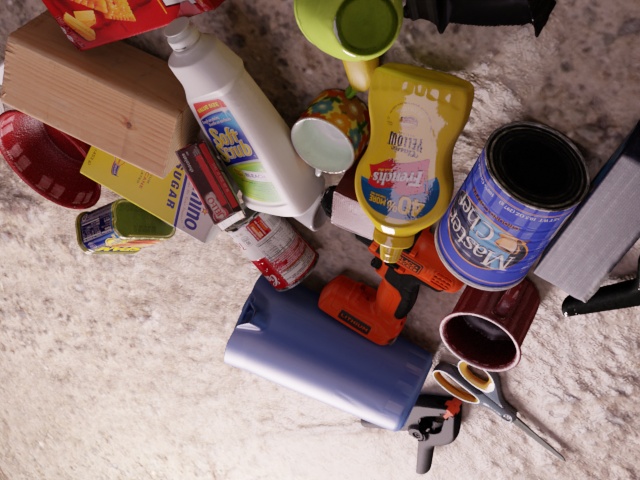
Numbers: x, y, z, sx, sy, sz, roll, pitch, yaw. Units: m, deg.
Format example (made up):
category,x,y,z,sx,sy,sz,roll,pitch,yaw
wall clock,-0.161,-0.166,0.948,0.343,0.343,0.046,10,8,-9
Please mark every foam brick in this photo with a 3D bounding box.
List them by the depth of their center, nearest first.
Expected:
category,x,y,z,sx,sy,sz,roll,pitch,yaw
foam brick,0.050,-0.050,1.120,0.051,0.078,0.053,23,143,13

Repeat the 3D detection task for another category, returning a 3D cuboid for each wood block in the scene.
category,x,y,z,sx,sy,sz,roll,pitch,yaw
wood block,-0.238,-0.164,1.181,0.206,0.090,0.091,26,129,6

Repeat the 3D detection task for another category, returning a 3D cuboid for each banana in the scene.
category,x,y,z,sx,sy,sz,roll,pitch,yaw
banana,0.010,-0.211,1.003,0.070,0.037,0.197,-1,131,37

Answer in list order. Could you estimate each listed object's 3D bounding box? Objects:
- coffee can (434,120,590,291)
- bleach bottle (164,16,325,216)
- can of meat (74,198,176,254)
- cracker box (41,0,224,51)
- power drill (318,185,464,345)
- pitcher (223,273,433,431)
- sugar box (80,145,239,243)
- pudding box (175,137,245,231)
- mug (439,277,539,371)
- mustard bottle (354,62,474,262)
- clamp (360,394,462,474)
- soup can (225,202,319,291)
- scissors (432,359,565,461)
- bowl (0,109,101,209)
category,x,y,z,sx,sy,sz,roll,pitch,yaw
coffee can,0.180,-0.031,1.020,0.103,0.102,0.140,31,144,5
bleach bottle,-0.090,-0.129,1.107,0.103,0.068,0.250,14,150,41
can of meat,-0.249,-0.019,1.373,0.084,0.101,0.057,-17,77,43
cracker box,-0.205,-0.286,1.055,0.214,0.072,0.164,-5,129,40
power drill,0.061,0.032,1.221,0.184,0.057,0.188,33,144,2
pitcher,0.012,0.142,1.340,0.243,0.149,0.145,25,128,8
sugar box,-0.186,-0.079,1.261,0.176,0.048,0.093,29,104,9
pudding box,-0.119,-0.059,1.169,0.090,0.039,0.113,62,179,2
mug,0.190,0.075,1.150,0.093,0.081,0.117,29,144,7
mustard bottle,0.083,-0.068,1.027,0.096,0.058,0.192,16,114,16
clamp,0.140,0.257,1.431,0.120,0.039,0.172,42,143,-13
soup can,-0.058,0.002,1.269,0.069,0.068,0.102,-16,122,46
scissors,0.233,0.202,1.316,0.202,0.016,0.096,30,144,6
bowl,-0.333,-0.117,1.360,0.162,0.055,0.162,21,142,17
